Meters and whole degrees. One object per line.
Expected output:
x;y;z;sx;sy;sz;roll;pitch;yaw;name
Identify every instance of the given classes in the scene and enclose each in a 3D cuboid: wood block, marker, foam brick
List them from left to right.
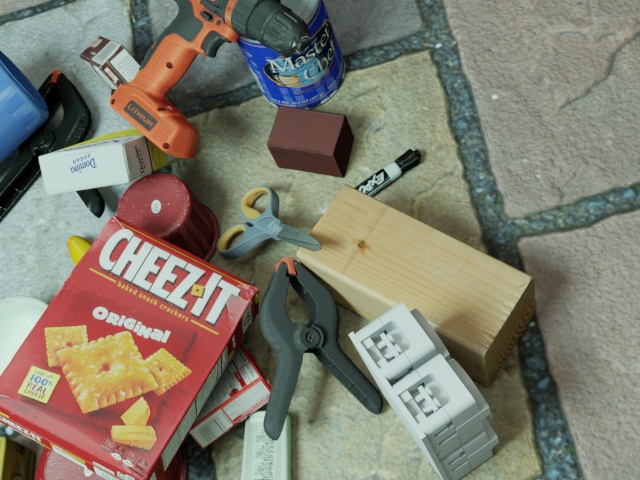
-0.010;-0.106;1.137;0.078;0.053;0.051;11;69;18;foam brick
0.055;-0.058;1.117;0.121;0.020;0.020;-35;63;-3;marker
0.092;0.041;1.021;0.206;0.090;0.090;28;73;24;wood block

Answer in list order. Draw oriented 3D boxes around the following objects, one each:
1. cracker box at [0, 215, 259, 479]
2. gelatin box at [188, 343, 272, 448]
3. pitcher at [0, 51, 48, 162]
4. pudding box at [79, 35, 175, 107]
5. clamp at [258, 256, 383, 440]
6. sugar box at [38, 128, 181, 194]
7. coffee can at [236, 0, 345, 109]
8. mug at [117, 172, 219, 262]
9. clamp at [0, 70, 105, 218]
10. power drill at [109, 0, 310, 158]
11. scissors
-0.177;0.104;0.985;0.164;0.072;0.213;26;64;7;cracker box
-0.094;0.150;1.035;0.089;0.030;0.073;-36;28;-5;gelatin box
-0.430;-0.110;1.188;0.243;0.145;0.149;-40;93;0;pitcher
-0.214;-0.177;1.174;0.039;0.090;0.114;-44;27;-5;pudding box
-0.004;0.100;1.015;0.120;0.039;0.171;1;76;-27;clamp
-0.212;-0.089;1.116;0.093;0.176;0.048;-7;99;13;sugar box
-0.037;-0.218;1.145;0.103;0.140;0.103;-5;65;11;coffee can
-0.171;-0.012;1.117;0.117;0.081;0.093;-36;63;-4;mug
-0.301;-0.102;1.214;0.165;0.036;0.210;-1;63;21;clamp
-0.115;-0.178;1.058;0.185;0.057;0.188;39;103;28;power drill
-0.057;0.001;1.063;0.096;0.016;0.202;-49;27;7;scissors
